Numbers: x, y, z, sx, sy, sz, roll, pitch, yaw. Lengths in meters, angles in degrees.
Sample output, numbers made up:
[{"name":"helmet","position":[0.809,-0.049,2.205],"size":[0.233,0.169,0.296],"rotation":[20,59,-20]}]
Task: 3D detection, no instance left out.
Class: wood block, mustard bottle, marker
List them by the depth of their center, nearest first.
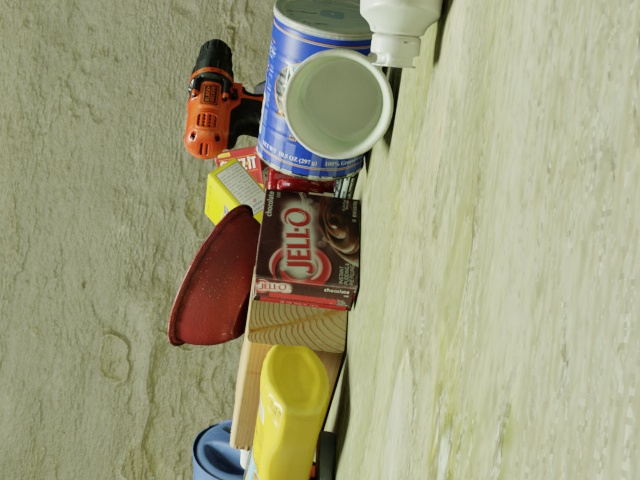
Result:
[{"name":"mustard bottle","position":[-0.035,0.194,0.944],"size":[0.096,0.058,0.192],"rotation":[-106,23,-57]},{"name":"wood block","position":[-0.034,0.124,1.051],"size":[0.206,0.090,0.090],"rotation":[103,173,-51]},{"name":"marker","position":[0.021,-0.043,1.081],"size":[0.121,0.020,0.020],"rotation":[103,173,-53]}]

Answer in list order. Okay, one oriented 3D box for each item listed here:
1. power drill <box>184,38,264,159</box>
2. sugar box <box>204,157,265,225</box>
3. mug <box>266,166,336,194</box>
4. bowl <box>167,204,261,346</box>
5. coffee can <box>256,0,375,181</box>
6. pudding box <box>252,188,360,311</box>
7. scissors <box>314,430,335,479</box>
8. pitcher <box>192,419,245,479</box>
[{"name":"power drill","position":[-0.059,-0.159,1.226],"size":[0.057,0.187,0.184],"rotation":[100,174,-49]},{"name":"sugar box","position":[-0.058,0.002,1.176],"size":[0.176,0.048,0.093],"rotation":[50,157,18]},{"name":"mug","position":[-0.025,-0.060,1.296],"size":[0.117,0.081,0.093],"rotation":[164,113,-85]},{"name":"bowl","position":[-0.088,0.047,1.075],"size":[0.162,0.055,0.162],"rotation":[-58,-12,-21]},{"name":"coffee can","position":[0.001,-0.139,0.962],"size":[0.103,0.102,0.140],"rotation":[-90,8,-60]},{"name":"pudding box","position":[-0.012,0.008,0.959],"size":[0.113,0.090,0.039],"rotation":[-86,5,-45]},{"name":"scissors","position":[0.006,0.205,0.895],"size":[0.202,0.016,0.096],"rotation":[115,162,-75]},{"name":"pitcher","position":[-0.104,0.373,1.419],"size":[0.149,0.145,0.243],"rotation":[-66,-16,-60]}]
